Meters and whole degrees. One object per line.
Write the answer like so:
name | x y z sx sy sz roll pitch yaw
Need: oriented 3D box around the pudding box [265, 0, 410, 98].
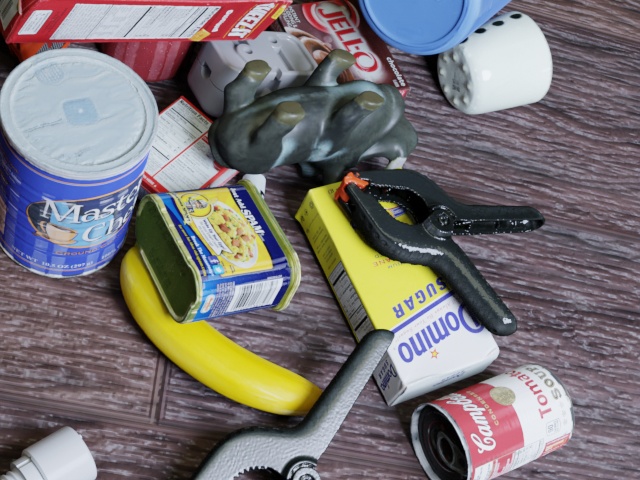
pudding box | 0.014 -0.160 0.943 0.089 0.039 0.113 -14 66 -27

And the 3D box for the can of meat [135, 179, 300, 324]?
can of meat | -0.076 0.008 0.765 0.083 0.058 0.102 -9 53 -35

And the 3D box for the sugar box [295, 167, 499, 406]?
sugar box | 0.059 0.032 0.838 0.093 0.048 0.176 -16 66 -27

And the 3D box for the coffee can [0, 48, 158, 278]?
coffee can | -0.176 -0.051 0.748 0.102 0.140 0.103 9 58 -14

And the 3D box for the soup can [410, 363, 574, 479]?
soup can | 0.127 0.137 0.786 0.102 0.069 0.068 -16 67 -27

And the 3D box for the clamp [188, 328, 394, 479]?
clamp | -0.005 0.172 0.728 0.209 0.036 0.164 -24 82 -20

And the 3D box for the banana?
banana | -0.082 0.067 0.773 0.198 0.037 0.069 44 58 10

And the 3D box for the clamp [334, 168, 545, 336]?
clamp | 0.097 -0.013 0.829 0.171 0.039 0.120 34 50 -2

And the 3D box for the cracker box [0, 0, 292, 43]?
cracker box | -0.140 -0.233 0.781 0.213 0.072 0.164 -9 78 -38

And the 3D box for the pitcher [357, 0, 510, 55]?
pitcher | 0.125 -0.261 0.929 0.149 0.145 0.242 58 37 -13

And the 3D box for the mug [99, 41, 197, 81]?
mug | -0.149 -0.188 0.877 0.117 0.082 0.093 10 57 -14

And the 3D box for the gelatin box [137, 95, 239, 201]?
gelatin box | -0.113 -0.063 0.846 0.073 0.030 0.089 40 55 8
